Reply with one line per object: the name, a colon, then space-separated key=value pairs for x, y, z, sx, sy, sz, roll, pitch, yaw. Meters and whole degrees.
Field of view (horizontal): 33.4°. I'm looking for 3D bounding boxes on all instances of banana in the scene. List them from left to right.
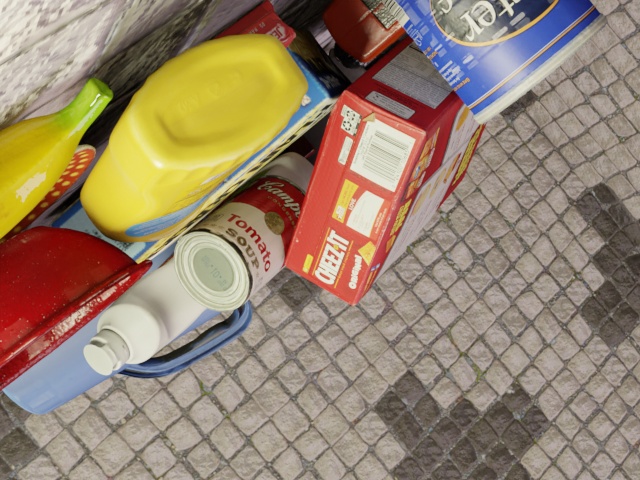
banana: x=-0.159 y=-0.004 z=0.398 sx=0.197 sy=0.037 sz=0.070 roll=-43 pitch=167 yaw=-43

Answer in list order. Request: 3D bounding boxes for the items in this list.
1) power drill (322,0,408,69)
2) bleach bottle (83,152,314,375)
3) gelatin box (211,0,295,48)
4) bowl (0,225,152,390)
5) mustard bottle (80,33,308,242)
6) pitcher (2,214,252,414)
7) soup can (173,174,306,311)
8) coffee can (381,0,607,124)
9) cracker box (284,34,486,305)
power drill: x=0.062 y=-0.196 z=0.864 sx=0.185 sy=0.057 sz=0.187 roll=-43 pitch=-176 yaw=24
bleach bottle: x=-0.095 y=0.023 z=0.874 sx=0.103 sy=0.068 sz=0.250 roll=-32 pitch=-172 yaw=47
gelatin box: x=-0.061 y=-0.098 z=0.647 sx=0.073 sy=0.030 sz=0.089 roll=-41 pitch=-177 yaw=-26
bowl: x=-0.170 y=0.041 z=0.576 sx=0.162 sy=0.055 sz=0.162 roll=-38 pitch=-179 yaw=0
mustard bottle: x=-0.081 y=-0.042 z=0.579 sx=0.096 sy=0.058 sz=0.192 roll=-36 pitch=180 yaw=-27
pitcher: x=-0.193 y=0.068 z=1.026 sx=0.243 sy=0.149 sz=0.145 roll=-33 pitch=168 yaw=5
soup can: x=-0.055 y=0.001 z=0.800 sx=0.069 sy=0.068 sz=0.102 roll=-38 pitch=-177 yaw=39
coffee can: x=0.098 y=-0.160 z=0.680 sx=0.103 sy=0.140 sz=0.103 roll=-39 pitch=-178 yaw=2
cracker box: x=0.067 y=-0.076 z=0.804 sx=0.213 sy=0.072 sz=0.164 roll=-47 pitch=162 yaw=-47
